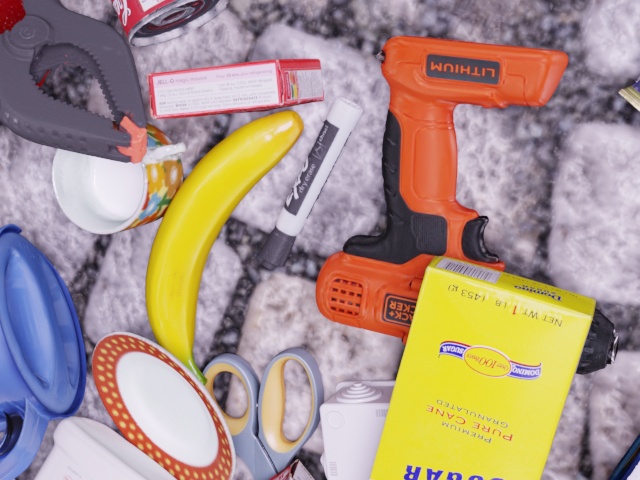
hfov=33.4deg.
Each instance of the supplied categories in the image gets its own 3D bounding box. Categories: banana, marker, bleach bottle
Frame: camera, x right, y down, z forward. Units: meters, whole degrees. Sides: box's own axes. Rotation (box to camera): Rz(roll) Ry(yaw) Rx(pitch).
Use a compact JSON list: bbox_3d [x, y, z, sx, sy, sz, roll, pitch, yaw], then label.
[{"bbox_3d":[-0.073,-0.003,0.702,0.069,0.037,0.198,23,106,6],"label":"banana"},{"bbox_3d":[-0.008,-0.034,0.681,0.020,0.020,0.121,31,107,13],"label":"marker"},{"bbox_3d":[-0.196,0.251,0.718,0.103,0.068,0.251,32,88,22],"label":"bleach bottle"}]

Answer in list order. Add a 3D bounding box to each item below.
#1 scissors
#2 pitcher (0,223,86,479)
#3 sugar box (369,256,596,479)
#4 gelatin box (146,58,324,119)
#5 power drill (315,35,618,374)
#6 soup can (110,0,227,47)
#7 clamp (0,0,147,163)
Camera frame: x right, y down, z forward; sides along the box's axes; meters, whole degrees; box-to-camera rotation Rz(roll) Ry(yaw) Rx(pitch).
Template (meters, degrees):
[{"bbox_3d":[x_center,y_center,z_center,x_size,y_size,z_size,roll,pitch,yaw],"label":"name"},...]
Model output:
[{"bbox_3d":[-0.050,0.163,0.729,0.096,0.016,0.202,18,104,18],"label":"scissors"},{"bbox_3d":[-0.288,0.094,0.705,0.243,0.149,0.145,-18,100,6],"label":"pitcher"},{"bbox_3d":[0.084,0.105,0.599,0.093,0.048,0.176,17,104,14],"label":"sugar box"},{"bbox_3d":[-0.051,-0.093,0.659,0.089,0.073,0.030,-4,97,20],"label":"gelatin box"},{"bbox_3d":[0.093,-0.021,0.625,0.185,0.057,0.188,11,102,18],"label":"power drill"},{"bbox_3d":[-0.109,-0.183,0.669,0.069,0.068,0.102,-25,89,22],"label":"soup can"},{"bbox_3d":[-0.194,-0.118,0.670,0.164,0.036,0.210,-37,74,-21],"label":"clamp"}]
